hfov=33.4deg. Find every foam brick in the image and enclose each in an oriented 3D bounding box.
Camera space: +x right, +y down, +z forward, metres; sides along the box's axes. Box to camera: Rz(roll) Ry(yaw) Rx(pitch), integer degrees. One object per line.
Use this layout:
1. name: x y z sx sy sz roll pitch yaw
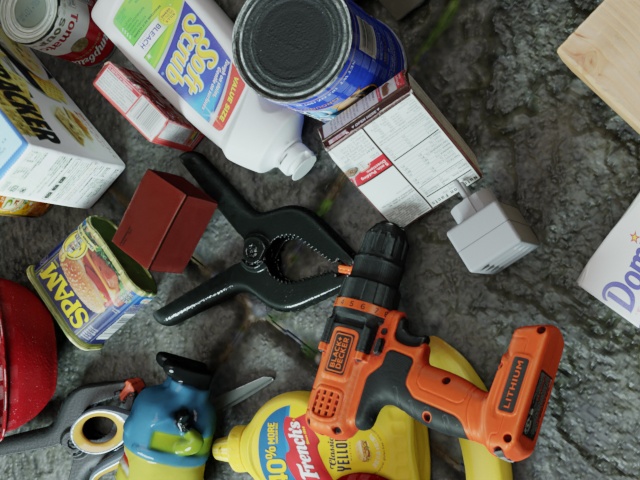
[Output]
1. foam brick: -0.139 -0.017 0.956 0.053 0.051 0.078 35 103 28

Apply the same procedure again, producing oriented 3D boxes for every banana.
1. banana: 0.122 0.176 0.877 0.070 0.037 0.198 -5 85 21

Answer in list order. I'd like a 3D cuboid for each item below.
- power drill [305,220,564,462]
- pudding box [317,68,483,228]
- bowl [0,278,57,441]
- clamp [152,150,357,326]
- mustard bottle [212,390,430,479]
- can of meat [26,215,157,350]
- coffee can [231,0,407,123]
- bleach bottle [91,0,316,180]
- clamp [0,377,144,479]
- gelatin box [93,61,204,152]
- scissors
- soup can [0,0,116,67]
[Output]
1. power drill: 0.090 0.084 0.841 0.188 0.057 0.184 12 80 31
2. pudding box: 0.067 -0.072 0.878 0.090 0.113 0.039 -33 36 17
3. bowl: -0.286 0.106 1.013 0.162 0.055 0.162 176 90 -65
4. clamp: -0.056 0.001 0.960 0.210 0.036 0.164 2 89 26
5. mustard bottle: -0.005 0.177 0.918 0.192 0.058 0.096 -6 90 22
6. can of meat: -0.214 0.039 1.012 0.084 0.057 0.102 -41 74 12
7. coffee can: 0.003 -0.153 0.887 0.103 0.140 0.103 -1 87 22
8. bleach bottle: -0.094 -0.155 0.971 0.251 0.068 0.103 45 101 15
9. clamp: -0.226 0.202 1.019 0.172 0.039 0.120 -37 90 14
10. gelatin box: -0.158 -0.124 0.988 0.089 0.073 0.030 44 102 19
11. scissors: -0.147 0.158 0.978 0.202 0.016 0.096 -42 93 9
12. soup can: -0.246 -0.208 1.013 0.069 0.102 0.068 -1 86 22
